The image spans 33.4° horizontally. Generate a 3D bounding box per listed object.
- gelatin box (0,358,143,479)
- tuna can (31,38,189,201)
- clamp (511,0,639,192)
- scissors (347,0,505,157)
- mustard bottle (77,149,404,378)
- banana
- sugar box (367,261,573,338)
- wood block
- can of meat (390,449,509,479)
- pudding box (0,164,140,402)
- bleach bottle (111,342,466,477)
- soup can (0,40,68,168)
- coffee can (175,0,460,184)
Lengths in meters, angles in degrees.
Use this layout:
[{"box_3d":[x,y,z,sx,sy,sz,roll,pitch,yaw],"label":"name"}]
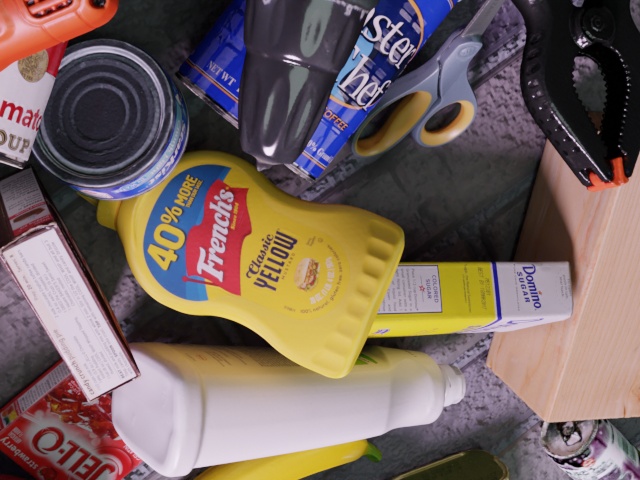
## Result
[{"box_3d":[-0.157,0.125,0.690,0.073,0.030,0.089,-39,123,-4],"label":"gelatin box"},{"box_3d":[-0.117,-0.067,0.587,0.086,0.033,0.086,-1,82,6],"label":"tuna can"},{"box_3d":[0.153,-0.136,0.667,0.164,0.036,0.210,-1,85,-20],"label":"clamp"},{"box_3d":[0.095,-0.111,0.650,0.096,0.016,0.202,6,144,-44],"label":"scissors"},{"box_3d":[-0.054,0.001,0.620,0.192,0.058,0.096,23,87,7],"label":"mustard bottle"},{"box_3d":[-0.043,0.174,0.763,0.197,0.037,0.069,-21,120,-15],"label":"banana"},{"box_3d":[0.073,0.041,0.719,0.176,0.093,0.048,3,78,-24],"label":"sugar box"},{"box_3d":[0.202,0.018,0.773,0.090,0.090,0.206,1,113,-25],"label":"wood block"},{"box_3d":[0.103,0.222,0.843,0.102,0.057,0.084,-17,117,-18],"label":"can of meat"},{"box_3d":[-0.149,0.024,0.611,0.039,0.090,0.113,-30,122,-9],"label":"pudding box"},{"box_3d":[-0.003,0.102,0.701,0.250,0.103,0.068,2,99,-34],"label":"bleach bottle"},{"box_3d":[-0.167,-0.095,0.544,0.068,0.069,0.102,20,88,-31],"label":"soup can"},{"box_3d":[0.000,-0.118,0.606,0.102,0.103,0.140,36,95,-33],"label":"coffee can"}]
